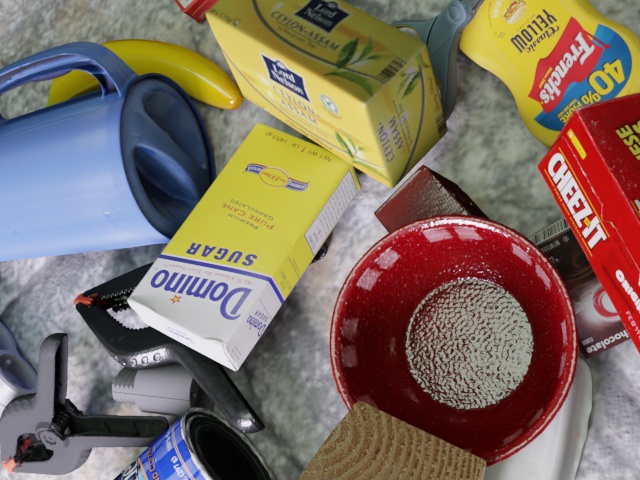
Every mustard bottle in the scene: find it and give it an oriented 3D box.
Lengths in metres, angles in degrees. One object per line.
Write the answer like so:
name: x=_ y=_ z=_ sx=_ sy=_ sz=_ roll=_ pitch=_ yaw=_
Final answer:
mustard bottle: x=0.177 y=-0.117 z=0.749 sx=0.096 sy=0.058 sz=0.192 roll=-42 pitch=70 yaw=17

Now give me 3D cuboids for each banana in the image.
banana: x=-0.155 y=-0.137 z=0.905 sx=0.198 sy=0.037 sz=0.069 roll=-3 pitch=99 yaw=24

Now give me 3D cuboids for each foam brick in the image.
foam brick: x=0.084 y=-0.013 z=0.763 sx=0.051 sy=0.078 sz=0.053 roll=-44 pitch=69 yaw=13

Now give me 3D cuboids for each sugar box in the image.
sugar box: x=-0.055 y=0.001 z=0.800 sx=0.093 sy=0.048 sz=0.176 roll=23 pitch=66 yaw=27

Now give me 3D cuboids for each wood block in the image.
wood block: x=0.039 y=0.213 z=0.678 sx=0.091 sy=0.206 sz=0.090 roll=22 pitch=47 yaw=23

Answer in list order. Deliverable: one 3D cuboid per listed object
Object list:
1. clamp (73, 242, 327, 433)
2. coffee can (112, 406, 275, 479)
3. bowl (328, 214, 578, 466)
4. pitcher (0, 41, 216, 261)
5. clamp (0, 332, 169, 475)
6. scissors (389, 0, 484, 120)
clamp: x=-0.099 y=0.053 z=0.838 sx=0.210 sy=0.036 sz=0.164 roll=11 pitch=61 yaw=32
coffee can: x=-0.114 y=0.209 z=0.801 sx=0.140 sy=0.102 sz=0.103 roll=-43 pitch=69 yaw=12
bowl: x=0.090 y=0.066 z=0.694 sx=0.162 sy=0.055 sz=0.162 roll=-4 pitch=81 yaw=22
pitcher: x=-0.221 y=-0.056 z=0.866 sx=0.243 sy=0.144 sz=0.149 roll=-9 pitch=78 yaw=24
clamp: x=-0.212 y=0.138 z=0.854 sx=0.172 sy=0.039 sz=0.120 roll=-27 pitch=106 yaw=32
scissors: x=0.102 y=-0.141 z=0.756 sx=0.202 sy=0.016 sz=0.096 roll=-22 pitch=90 yaw=51
